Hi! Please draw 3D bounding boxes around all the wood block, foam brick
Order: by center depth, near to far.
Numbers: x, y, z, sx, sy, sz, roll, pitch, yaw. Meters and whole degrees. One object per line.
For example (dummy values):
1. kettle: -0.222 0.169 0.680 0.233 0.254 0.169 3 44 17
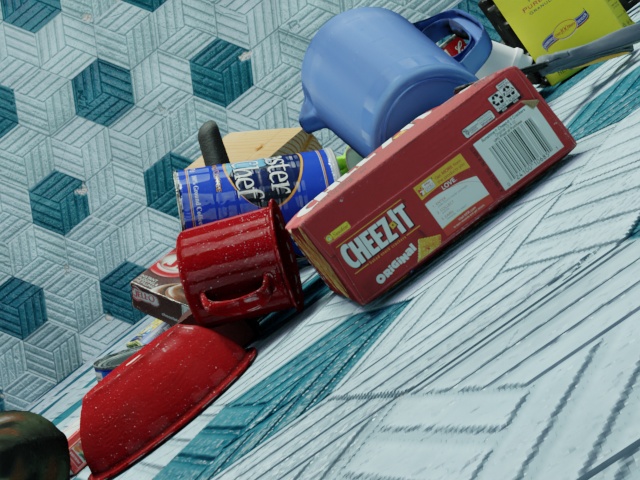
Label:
1. foam brick: -0.089 0.074 0.927 0.053 0.051 0.078 -38 4 0
2. wood block: -0.067 -0.063 1.179 0.090 0.090 0.206 -42 20 -18

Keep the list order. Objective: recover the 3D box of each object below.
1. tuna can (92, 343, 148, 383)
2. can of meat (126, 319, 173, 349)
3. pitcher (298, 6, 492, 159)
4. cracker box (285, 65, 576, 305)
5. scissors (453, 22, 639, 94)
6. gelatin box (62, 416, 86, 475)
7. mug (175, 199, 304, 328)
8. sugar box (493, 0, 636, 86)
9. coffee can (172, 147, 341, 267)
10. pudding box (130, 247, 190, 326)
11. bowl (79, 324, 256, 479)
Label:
1. tuna can: -0.155 0.115 0.943 0.086 0.034 0.086 -12 5 1
2. can of meat: -0.154 0.102 1.130 0.083 0.057 0.102 -40 5 -18
3. pitcher: 0.077 -0.133 0.955 0.243 0.144 0.149 -121 41 -67
4. cracker box: 0.060 -0.035 0.729 0.164 0.072 0.214 -37 4 -3
5. scissors: 0.195 -0.142 0.814 0.201 0.016 0.096 -19 -1 -45
6. gelatin box: -0.216 0.182 0.962 0.073 0.030 0.089 -42 7 -35
7. mug: -0.064 0.027 0.835 0.081 0.093 0.117 -15 26 5
8. sugar box: 0.214 -0.247 1.025 0.093 0.176 0.048 -34 5 36
9. coffee can: -0.052 -0.021 0.937 0.140 0.103 0.103 -9 1 -7
10. pudding box: -0.119 0.051 1.066 0.089 0.114 0.039 -43 -33 -45
11. bowl: -0.127 0.112 0.810 0.162 0.055 0.162 -37 4 3
